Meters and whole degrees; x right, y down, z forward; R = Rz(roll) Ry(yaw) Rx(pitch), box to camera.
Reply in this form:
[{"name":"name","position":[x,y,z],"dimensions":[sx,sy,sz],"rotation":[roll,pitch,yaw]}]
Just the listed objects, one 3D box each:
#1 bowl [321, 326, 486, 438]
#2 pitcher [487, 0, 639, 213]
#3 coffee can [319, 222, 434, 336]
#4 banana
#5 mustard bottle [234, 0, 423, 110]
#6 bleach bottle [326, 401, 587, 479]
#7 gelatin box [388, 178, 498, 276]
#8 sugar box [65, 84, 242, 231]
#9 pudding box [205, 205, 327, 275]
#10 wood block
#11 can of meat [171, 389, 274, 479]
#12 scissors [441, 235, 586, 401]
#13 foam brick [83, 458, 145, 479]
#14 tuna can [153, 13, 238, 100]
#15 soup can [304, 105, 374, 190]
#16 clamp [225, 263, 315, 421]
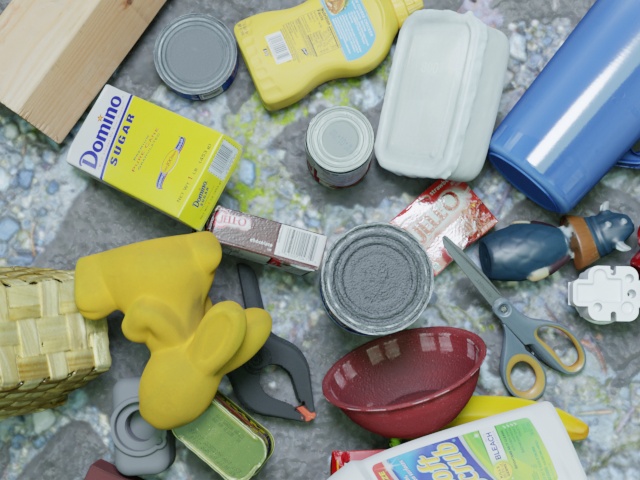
[{"name":"bowl","position":[0.085,0.142,1.022],"dimensions":[0.162,0.162,0.055],"rotation":[-18,108,-1]},{"name":"pitcher","position":[0.286,-0.141,1.057],"dimensions":[0.149,0.145,0.243],"rotation":[41,89,25]},{"name":"coffee can","position":[0.051,0.040,1.026],"dimensions":[0.103,0.140,0.103],"rotation":[0,85,-1]},{"name":"banana","position":[0.160,0.181,1.051],"dimensions":[0.197,0.069,0.037],"rotation":[-4,122,-5]},{"name":"mustard bottle","position":[0.015,-0.211,1.094],"dimensions":[0.191,0.058,0.096],"rotation":[-23,77,-2]},{"name":"bleach bottle","position":[0.106,0.228,0.964],"dimensions":[0.250,0.068,0.102],"rotation":[-16,59,-6]},{"name":"gelatin box","position":[0.124,-0.017,1.087],"dimensions":[0.089,0.030,0.073],"rotation":[-40,85,-4]},{"name":"sugar box","position":[-0.167,-0.084,1.050],"dimensions":[0.176,0.048,0.093],"rotation":[25,84,32]},{"name":"pudding box","position":[-0.057,0.001,1.049],"dimensions":[0.113,0.090,0.039],"rotation":[18,83,-8]},{"name":"wood block","position":[-0.250,-0.214,1.071],"dimensions":[0.090,0.090,0.206],"rotation":[34,85,23]},{"name":"can of meat","position":[-0.096,0.190,1.041],"dimensions":[0.102,0.084,0.057],"rotation":[39,85,4]},{"name":"scissors","position":[0.174,0.086,1.055],"dimensions":[0.201,0.016,0.096],"rotation":[33,95,-14]},{"name":"foam brick","position":[-0.198,0.257,1.051],"dimensions":[0.078,0.053,0.051],"rotation":[25,85,3]},{"name":"tuna can","position":[-0.128,-0.189,1.106],"dimensions":[0.086,0.034,0.086],"rotation":[0,84,1]},{"name":"soup can","position":[0.019,-0.091,1.060],"dimensions":[0.068,0.102,0.068],"rotation":[0,84,1]},{"name":"clamp","position":[-0.077,0.122,1.070],"dimensions":[0.120,0.039,0.171],"rotation":[-35,85,-2]}]
